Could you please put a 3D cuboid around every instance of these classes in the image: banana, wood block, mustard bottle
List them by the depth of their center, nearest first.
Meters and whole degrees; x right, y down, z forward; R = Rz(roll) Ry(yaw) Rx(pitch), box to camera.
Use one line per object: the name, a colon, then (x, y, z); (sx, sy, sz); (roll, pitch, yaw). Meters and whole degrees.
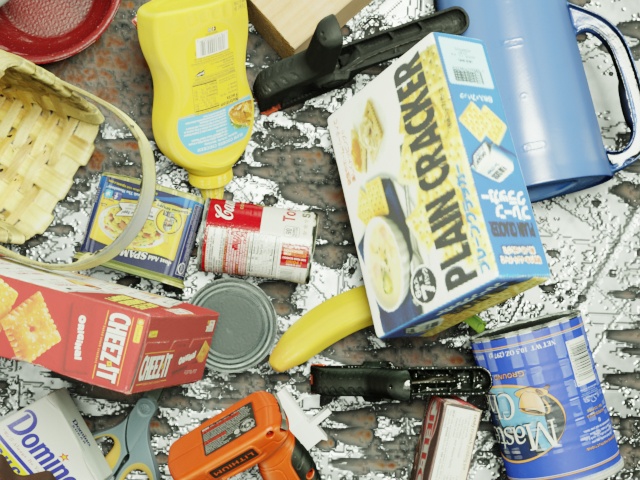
mustard bottle: (-0.104, -0.121, 0.945); (0.096, 0.058, 0.192); (-26, 126, -34)
banana: (0.046, 0.069, 0.968); (0.198, 0.069, 0.037); (-12, 132, 0)
wood block: (0.023, -0.262, 0.968); (0.206, 0.091, 0.090); (-41, 89, -3)

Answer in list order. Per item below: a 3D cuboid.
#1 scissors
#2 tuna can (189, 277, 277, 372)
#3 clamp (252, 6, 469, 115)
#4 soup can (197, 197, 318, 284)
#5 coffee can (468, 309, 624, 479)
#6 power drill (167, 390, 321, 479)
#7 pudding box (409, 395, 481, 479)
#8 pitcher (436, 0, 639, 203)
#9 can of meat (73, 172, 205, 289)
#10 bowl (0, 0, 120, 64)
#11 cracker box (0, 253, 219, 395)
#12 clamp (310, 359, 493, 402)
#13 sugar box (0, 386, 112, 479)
scissors: (-0.148, 0.169, 0.962); (0.202, 0.016, 0.096); (-44, 91, 8)
tuna can: (-0.082, 0.077, 0.976); (0.086, 0.034, 0.086); (0, 87, -1)
clamp: (0.003, -0.153, 0.916); (0.210, 0.164, 0.036); (-19, 85, 42)
soup can: (-0.056, 0.001, 0.964); (0.102, 0.068, 0.068); (8, 87, -1)
coffee can: (0.199, 0.142, 0.945); (0.103, 0.103, 0.140); (-15, 87, -2)
power drill: (-0.050, 0.231, 0.922); (0.184, 0.057, 0.187); (-33, 122, 3)
pudding box: (0.107, 0.195, 0.947); (0.039, 0.090, 0.113); (11, 87, -2)
pitcher: (0.182, -0.155, 0.950); (0.148, 0.145, 0.243); (-5, 83, -35)
can of meat: (-0.162, -0.010, 0.968); (0.102, 0.057, 0.084); (16, 85, 0)
bowl: (-0.256, -0.236, 0.977); (0.162, 0.055, 0.162); (0, 87, -1)
cracker box: (-0.214, 0.066, 0.886); (0.214, 0.164, 0.072); (14, 91, 14)
clamp: (0.048, 0.122, 0.920); (0.172, 0.120, 0.039); (-7, 76, 36)
sugar box: (-0.285, 0.213, 0.948); (0.176, 0.048, 0.093); (-31, 88, 7)
